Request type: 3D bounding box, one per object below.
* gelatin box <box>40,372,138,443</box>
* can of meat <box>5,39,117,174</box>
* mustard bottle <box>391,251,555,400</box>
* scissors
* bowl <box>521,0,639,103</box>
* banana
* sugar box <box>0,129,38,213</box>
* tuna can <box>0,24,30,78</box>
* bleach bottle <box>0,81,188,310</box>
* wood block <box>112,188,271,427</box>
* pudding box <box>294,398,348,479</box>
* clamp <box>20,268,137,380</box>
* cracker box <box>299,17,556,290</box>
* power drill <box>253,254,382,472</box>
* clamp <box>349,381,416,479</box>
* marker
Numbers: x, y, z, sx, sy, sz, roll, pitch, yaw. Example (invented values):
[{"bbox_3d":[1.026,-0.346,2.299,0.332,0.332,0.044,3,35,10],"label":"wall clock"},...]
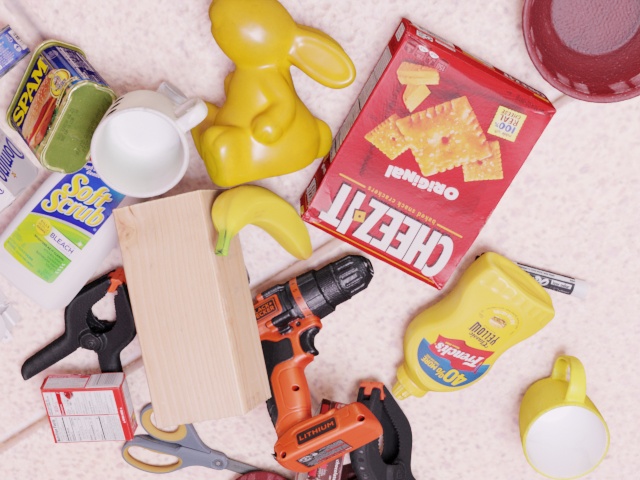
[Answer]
[{"bbox_3d":[-0.245,0.177,1.132,0.089,0.030,0.073,-3,120,7],"label":"gelatin box"},{"bbox_3d":[-0.245,-0.125,1.011,0.057,0.084,0.102,11,117,-45],"label":"can of meat"},{"bbox_3d":[0.143,0.102,1.103,0.096,0.058,0.192,34,117,-20],"label":"mustard bottle"},{"bbox_3d":[-0.120,0.227,1.185,0.201,0.016,0.096,4,111,-1],"label":"scissors"},{"bbox_3d":[0.264,-0.212,0.992,0.162,0.055,0.162,0,110,1],"label":"bowl"},{"bbox_3d":[-0.057,-0.017,1.021,0.037,0.197,0.069,3,90,25],"label":"banana"},{"bbox_3d":[-0.353,-0.107,1.024,0.048,0.093,0.176,-39,106,14],"label":"sugar box"},{"bbox_3d":[-0.315,-0.163,1.005,0.086,0.086,0.033,-36,108,13],"label":"tuna can"},{"bbox_3d":[-0.222,-0.054,1.056,0.102,0.068,0.251,40,102,6],"label":"bleach bottle"},{"bbox_3d":[-0.119,0.061,1.006,0.091,0.090,0.206,-11,90,15],"label":"wood block"},{"bbox_3d":[0.002,0.226,1.117,0.039,0.090,0.114,16,152,-4],"label":"pudding box"},{"bbox_3d":[-0.249,0.102,1.129,0.120,0.039,0.172,12,113,-9],"label":"clamp"},{"bbox_3d":[0.100,-0.081,1.036,0.164,0.072,0.214,27,109,-9],"label":"cracker box"},{"bbox_3d":[-0.005,0.121,1.066,0.184,0.188,0.057,-30,146,12],"label":"power drill"},{"bbox_3d":[0.077,0.253,1.154,0.036,0.164,0.210,-4,92,39],"label":"clamp"},{"bbox_3d":[0.218,0.036,1.105,0.121,0.020,0.020,16,110,-5],"label":"marker"}]
